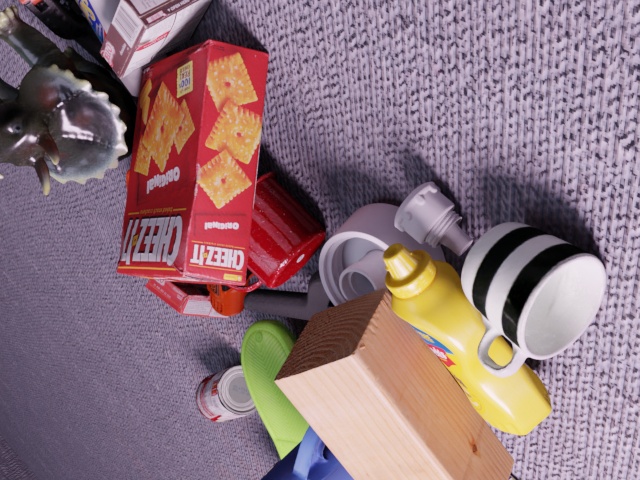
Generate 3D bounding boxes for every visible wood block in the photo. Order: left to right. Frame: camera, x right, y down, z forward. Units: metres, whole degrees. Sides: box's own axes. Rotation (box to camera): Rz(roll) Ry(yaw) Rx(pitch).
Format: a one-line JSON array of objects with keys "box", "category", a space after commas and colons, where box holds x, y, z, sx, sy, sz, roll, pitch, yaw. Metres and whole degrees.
[{"box": [0.067, 0.154, 0.912, 0.090, 0.090, 0.206, -23, 112, 37], "category": "wood block"}]

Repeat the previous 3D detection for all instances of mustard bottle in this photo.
[{"box": [0.109, 0.072, 0.859, 0.191, 0.058, 0.096, 50, 179, -28], "category": "mustard bottle"}]

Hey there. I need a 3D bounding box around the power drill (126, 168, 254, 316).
[{"box": [-0.151, -0.018, 1.245, 0.188, 0.057, 0.184, 42, 148, 26], "category": "power drill"}]

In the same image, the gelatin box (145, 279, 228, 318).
[{"box": [-0.161, 0.065, 1.330, 0.073, 0.089, 0.030, 33, 104, 36], "category": "gelatin box"}]

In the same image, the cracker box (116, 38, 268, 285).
[{"box": [-0.125, -0.068, 1.010, 0.164, 0.072, 0.214, -1, 81, 59], "category": "cracker box"}]

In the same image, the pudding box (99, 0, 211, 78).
[{"box": [-0.152, -0.206, 0.998, 0.039, 0.089, 0.114, 54, 153, -1], "category": "pudding box"}]

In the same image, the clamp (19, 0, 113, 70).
[{"box": [-0.266, -0.235, 1.133, 0.120, 0.039, 0.171, 48, -170, -1], "category": "clamp"}]

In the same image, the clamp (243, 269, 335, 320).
[{"box": [0.023, 0.085, 1.085, 0.164, 0.036, 0.210, 44, 146, -8], "category": "clamp"}]

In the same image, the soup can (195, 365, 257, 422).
[{"box": [-0.123, 0.208, 1.443, 0.068, 0.068, 0.102, 56, 153, -1], "category": "soup can"}]

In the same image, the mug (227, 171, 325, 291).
[{"box": [-0.057, 0.001, 1.059, 0.081, 0.117, 0.093, 44, -170, 10], "category": "mug"}]
